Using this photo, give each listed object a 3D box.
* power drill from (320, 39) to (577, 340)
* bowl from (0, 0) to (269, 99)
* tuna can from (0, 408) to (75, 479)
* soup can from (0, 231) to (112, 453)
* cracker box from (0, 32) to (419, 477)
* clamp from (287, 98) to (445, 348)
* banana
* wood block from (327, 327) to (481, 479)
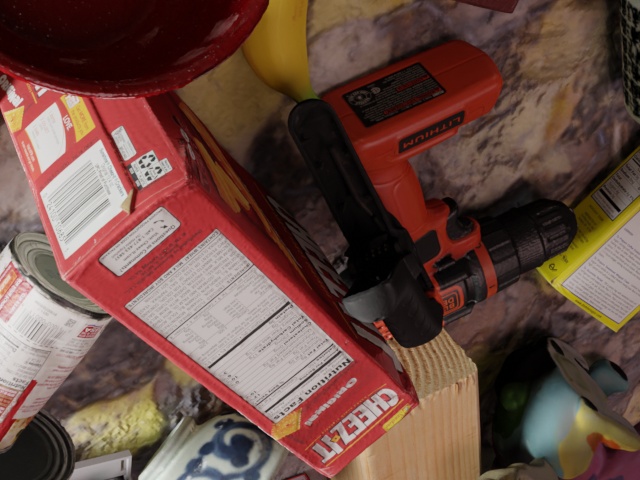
[{"bbox_3d":[0.077,-0.026,0.658,0.184,0.057,0.187,-25,134,-12],"label":"power drill"},{"bbox_3d":[-0.100,-0.129,0.435,0.161,0.055,0.162,5,78,-25],"label":"bowl"},{"bbox_3d":[-0.185,0.127,0.603,0.085,0.086,0.034,6,123,-35],"label":"tuna can"},{"bbox_3d":[-0.164,0.054,0.569,0.068,0.069,0.102,28,107,-42],"label":"soup can"},{"bbox_3d":[-0.053,0.001,0.525,0.072,0.164,0.213,-39,135,5],"label":"cracker box"},{"bbox_3d":[0.028,0.000,0.560,0.039,0.120,0.171,-17,160,10],"label":"clamp"},{"bbox_3d":[-0.001,-0.154,0.522,0.069,0.037,0.198,2,122,-32],"label":"banana"},{"bbox_3d":[0.056,0.150,0.766,0.090,0.090,0.206,-23,134,-15],"label":"wood block"}]
